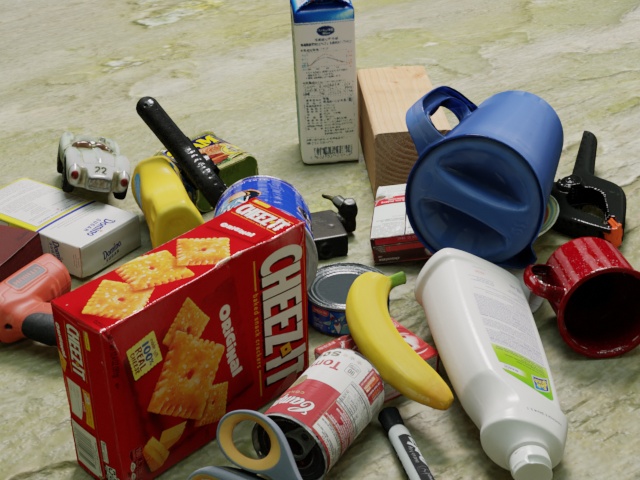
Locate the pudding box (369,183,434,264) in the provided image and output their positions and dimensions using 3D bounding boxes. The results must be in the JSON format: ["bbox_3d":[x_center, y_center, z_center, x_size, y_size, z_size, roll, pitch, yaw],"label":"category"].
[{"bbox_3d":[0.102,-0.022,1.147,0.090,0.039,0.113,-6,33,12],"label":"pudding box"}]

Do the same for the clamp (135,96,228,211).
[{"bbox_3d":[-0.136,-0.082,1.140,0.039,0.120,0.172,-44,57,3],"label":"clamp"}]

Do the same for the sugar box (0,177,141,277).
[{"bbox_3d":[-0.293,-0.016,1.171,0.176,0.048,0.093,20,35,28],"label":"sugar box"}]

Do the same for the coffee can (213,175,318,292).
[{"bbox_3d":[-0.057,0.001,1.039,0.103,0.103,0.140,-3,16,-2],"label":"coffee can"}]

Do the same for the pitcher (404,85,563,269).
[{"bbox_3d":[0.173,-0.083,1.088,0.145,0.149,0.242,9,24,17],"label":"pitcher"}]

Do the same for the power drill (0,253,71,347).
[{"bbox_3d":[-0.204,0.065,1.011,0.188,0.057,0.184,12,29,24],"label":"power drill"}]

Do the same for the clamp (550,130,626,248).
[{"bbox_3d":[0.271,-0.053,1.208,0.164,0.036,0.210,-15,35,-3],"label":"clamp"}]

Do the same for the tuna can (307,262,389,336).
[{"bbox_3d":[0.025,0.057,1.034,0.086,0.034,0.086,-1,30,1],"label":"tuna can"}]

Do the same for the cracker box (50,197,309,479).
[{"bbox_3d":[-0.103,0.083,0.866,0.072,0.164,0.213,26,40,36],"label":"cracker box"}]

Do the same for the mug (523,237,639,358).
[{"bbox_3d":[0.241,0.046,0.981,0.117,0.093,0.081,11,23,-10],"label":"mug"}]

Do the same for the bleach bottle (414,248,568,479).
[{"bbox_3d":[0.144,0.107,0.893,0.102,0.068,0.251,22,28,-15],"label":"bleach bottle"}]

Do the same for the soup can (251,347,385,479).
[{"bbox_3d":[0.001,0.140,0.856,0.069,0.068,0.102,15,34,27],"label":"soup can"}]

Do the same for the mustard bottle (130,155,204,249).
[{"bbox_3d":[-0.167,-0.037,1.147,0.058,0.096,0.192,-19,32,-10],"label":"mustard bottle"}]

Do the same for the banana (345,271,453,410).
[{"bbox_3d":[0.060,0.078,0.928,0.069,0.037,0.198,-6,33,-5],"label":"banana"}]

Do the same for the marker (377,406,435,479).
[{"bbox_3d":[0.071,0.172,0.845,0.020,0.020,0.121,-9,31,-12],"label":"marker"}]

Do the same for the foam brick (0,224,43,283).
[{"bbox_3d":[-0.325,0.027,1.091,0.053,0.051,0.078,10,32,19],"label":"foam brick"}]

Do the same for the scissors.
[{"bbox_3d":[-0.003,0.180,0.785,0.202,0.096,0.016,4,-9,15],"label":"scissors"}]

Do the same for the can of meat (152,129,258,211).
[{"bbox_3d":[-0.136,-0.081,1.264,0.101,0.057,0.084,-28,41,-36],"label":"can of meat"}]

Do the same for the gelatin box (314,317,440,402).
[{"bbox_3d":[0.051,0.108,0.948,0.089,0.030,0.073,-21,35,-29],"label":"gelatin box"}]

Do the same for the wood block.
[{"bbox_3d":[0.098,-0.135,1.308,0.090,0.091,0.206,-4,30,-3],"label":"wood block"}]
